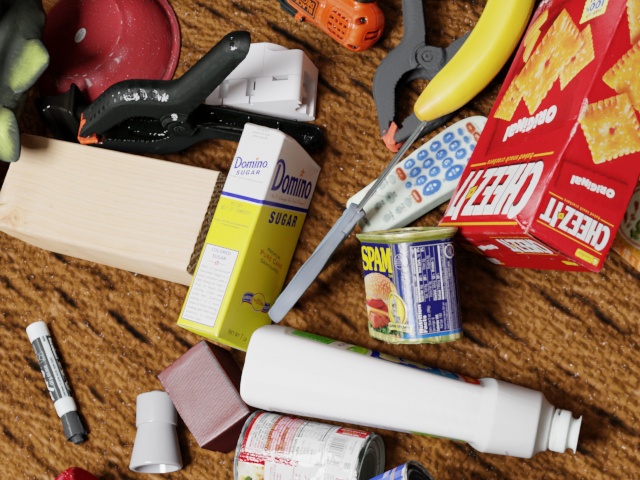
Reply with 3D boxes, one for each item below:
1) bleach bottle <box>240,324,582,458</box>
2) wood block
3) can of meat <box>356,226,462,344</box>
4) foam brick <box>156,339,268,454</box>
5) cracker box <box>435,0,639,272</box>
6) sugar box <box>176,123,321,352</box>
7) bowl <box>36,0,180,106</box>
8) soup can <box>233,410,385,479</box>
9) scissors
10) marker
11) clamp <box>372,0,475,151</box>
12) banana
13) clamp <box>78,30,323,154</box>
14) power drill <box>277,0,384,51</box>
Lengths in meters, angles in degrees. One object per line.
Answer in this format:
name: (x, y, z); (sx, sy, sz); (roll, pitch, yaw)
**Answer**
bleach bottle: (0.071, 0.121, 0.817); (0.251, 0.102, 0.068); (10, 86, 16)
wood block: (-0.172, -0.024, 0.944); (0.206, 0.090, 0.091); (12, 79, 24)
can of meat: (0.069, 0.033, 0.824); (0.057, 0.102, 0.084); (-7, 93, -16)
foam brick: (-0.087, 0.131, 0.888); (0.051, 0.053, 0.078); (-39, 64, 6)
cracker box: (0.180, -0.088, 0.789); (0.072, 0.164, 0.213); (27, 83, -14)
sugar box: (-0.056, 0.001, 0.891); (0.048, 0.093, 0.176); (16, 81, 23)
bowl: (-0.219, -0.188, 1.029); (0.162, 0.055, 0.162); (-6, 73, 19)
soup can: (-0.008, 0.175, 0.836); (0.102, 0.068, 0.068); (7, 77, 22)
scissors: (0.015, -0.006, 0.841); (0.016, 0.096, 0.202); (37, 122, 0)
marker: (-0.237, 0.129, 0.962); (0.020, 0.020, 0.121); (-31, 66, 9)
clamp: (0.088, -0.161, 0.915); (0.120, 0.039, 0.171); (33, 85, 23)
banana: (0.136, -0.185, 0.874); (0.070, 0.037, 0.198); (16, 86, 19)
clamp: (-0.117, -0.115, 0.902); (0.210, 0.164, 0.036); (-4, 63, 15)
power drill: (0.002, -0.282, 0.922); (0.185, 0.057, 0.188); (40, 134, 24)
